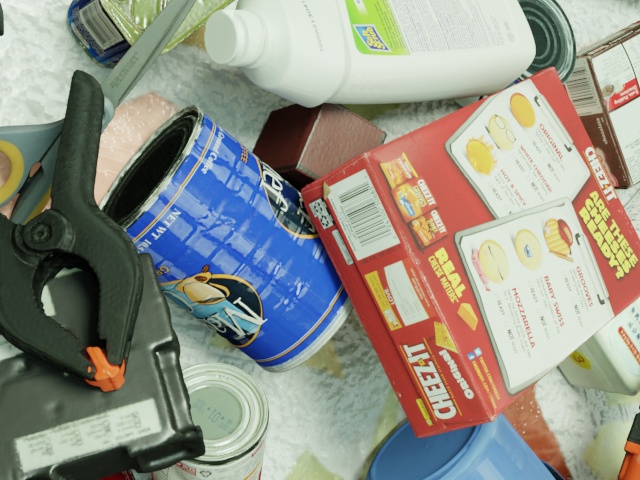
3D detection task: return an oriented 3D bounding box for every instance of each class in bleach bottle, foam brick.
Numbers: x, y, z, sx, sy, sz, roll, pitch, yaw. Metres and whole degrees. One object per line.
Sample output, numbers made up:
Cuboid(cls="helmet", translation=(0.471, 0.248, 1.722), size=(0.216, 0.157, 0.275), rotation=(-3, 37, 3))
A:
Cuboid(cls="bleach bottle", translation=(0.029, -0.134, 0.666), size=(0.250, 0.068, 0.102), rotation=(-11, 69, -44))
Cuboid(cls="foam brick", translation=(-0.004, -0.055, 0.693), size=(0.053, 0.078, 0.051), rotation=(28, 76, -26))

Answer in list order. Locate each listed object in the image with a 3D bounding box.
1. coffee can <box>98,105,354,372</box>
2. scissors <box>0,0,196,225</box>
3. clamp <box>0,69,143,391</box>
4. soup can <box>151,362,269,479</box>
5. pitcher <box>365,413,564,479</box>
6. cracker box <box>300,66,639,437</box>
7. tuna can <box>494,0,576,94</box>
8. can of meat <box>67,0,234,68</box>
Cuboid(cls="coffee can", translation=(-0.054, 0.001, 0.652), size=(0.140, 0.103, 0.102), rotation=(39, 73, -23))
Cuboid(cls="scissors", translation=(-0.146, -0.074, 0.597), size=(0.096, 0.016, 0.202), rotation=(23, 113, -11))
Cuboid(cls="clamp", translation=(-0.151, 0.001, 0.542), size=(0.120, 0.039, 0.171), rotation=(-19, 69, -2))
Cuboid(cls="soup can", translation=(-0.067, 0.128, 0.636), size=(0.068, 0.102, 0.068), rotation=(4, 49, -5))
Cuboid(cls="pitcher", translation=(0.143, 0.225, 0.754), size=(0.145, 0.149, 0.242), rotation=(-38, 104, -7))
Cuboid(cls="cracker box", translation=(0.105, 0.000, 0.667), size=(0.213, 0.072, 0.164), rotation=(-28, 92, -44))
Cuboid(cls="tuna can", translation=(0.148, -0.145, 0.788), size=(0.086, 0.034, 0.086), rotation=(9, 74, -31))
Cuboid(cls="can of meat", translation=(-0.096, -0.150, 0.639), size=(0.102, 0.084, 0.057), rotation=(-43, 109, -21))
